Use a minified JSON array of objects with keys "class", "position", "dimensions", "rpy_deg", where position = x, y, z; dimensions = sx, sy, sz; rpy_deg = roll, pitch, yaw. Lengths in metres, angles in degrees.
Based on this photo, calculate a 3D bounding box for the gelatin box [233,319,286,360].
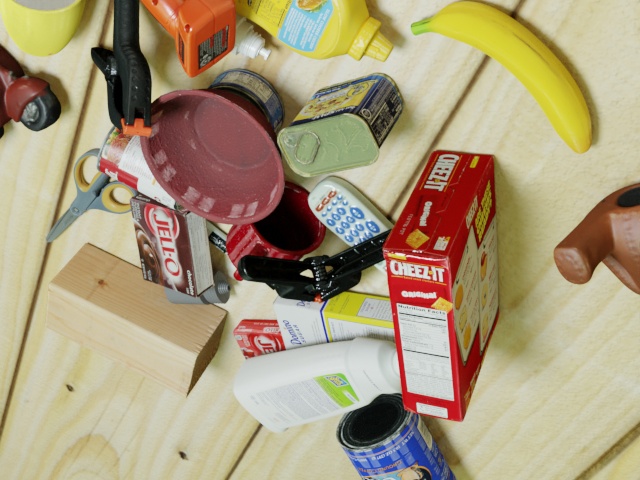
[{"class":"gelatin box","position":[-0.060,0.140,1.334],"dimensions":[0.073,0.030,0.089],"rpy_deg":[0,128,29]}]

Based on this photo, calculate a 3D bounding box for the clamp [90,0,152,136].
[{"class":"clamp","position":[-0.201,-0.169,1.076],"dimensions":[0.039,0.171,0.120],"rpy_deg":[1,153,-22]}]

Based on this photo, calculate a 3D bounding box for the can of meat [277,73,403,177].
[{"class":"can of meat","position":[0.022,-0.112,1.030],"dimensions":[0.102,0.083,0.057],"rpy_deg":[-10,122,35]}]

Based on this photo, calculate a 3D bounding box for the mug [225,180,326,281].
[{"class":"mug","position":[-0.058,0.001,1.154],"dimensions":[0.093,0.117,0.082],"rpy_deg":[37,141,-4]}]

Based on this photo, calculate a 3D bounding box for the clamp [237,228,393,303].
[{"class":"clamp","position":[0.008,0.032,1.114],"dimensions":[0.164,0.036,0.210],"rpy_deg":[-11,167,3]}]

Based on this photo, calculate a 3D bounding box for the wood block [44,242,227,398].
[{"class":"wood block","position":[-0.234,0.100,1.353],"dimensions":[0.206,0.090,0.090],"rpy_deg":[26,135,7]}]

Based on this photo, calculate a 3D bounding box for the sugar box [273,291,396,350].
[{"class":"sugar box","position":[0.039,0.104,1.237],"dimensions":[0.176,0.048,0.093],"rpy_deg":[10,135,26]}]

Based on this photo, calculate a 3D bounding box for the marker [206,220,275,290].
[{"class":"marker","position":[-0.093,0.019,1.254],"dimensions":[0.121,0.020,0.020],"rpy_deg":[38,136,-5]}]

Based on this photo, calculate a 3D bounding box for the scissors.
[{"class":"scissors","position":[-0.280,-0.035,1.315],"dimensions":[0.096,0.016,0.202],"rpy_deg":[32,136,0]}]

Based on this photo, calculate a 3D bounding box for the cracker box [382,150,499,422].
[{"class":"cracker box","position":[0.124,0.045,1.053],"dimensions":[0.072,0.164,0.214],"rpy_deg":[7,131,21]}]

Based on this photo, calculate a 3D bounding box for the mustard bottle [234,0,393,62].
[{"class":"mustard bottle","position":[-0.018,-0.220,0.977],"dimensions":[0.191,0.058,0.096],"rpy_deg":[32,137,1]}]

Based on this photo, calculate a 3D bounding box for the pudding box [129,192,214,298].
[{"class":"pudding box","position":[-0.173,0.002,1.247],"dimensions":[0.090,0.039,0.113],"rpy_deg":[16,126,35]}]

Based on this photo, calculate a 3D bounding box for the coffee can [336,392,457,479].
[{"class":"coffee can","position":[0.095,0.268,1.307],"dimensions":[0.103,0.102,0.140],"rpy_deg":[-10,122,35]}]

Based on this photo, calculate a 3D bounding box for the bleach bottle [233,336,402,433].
[{"class":"bleach bottle","position":[0.017,0.162,1.226],"dimensions":[0.251,0.068,0.102],"rpy_deg":[-17,129,42]}]

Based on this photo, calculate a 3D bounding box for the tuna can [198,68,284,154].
[{"class":"tuna can","position":[-0.082,-0.133,1.106],"dimensions":[0.086,0.033,0.086],"rpy_deg":[16,133,17]}]

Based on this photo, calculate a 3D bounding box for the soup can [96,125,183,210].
[{"class":"soup can","position":[-0.187,-0.084,1.182],"dimensions":[0.102,0.068,0.069],"rpy_deg":[27,136,5]}]

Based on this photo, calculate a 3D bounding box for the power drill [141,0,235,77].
[{"class":"power drill","position":[-0.152,-0.250,0.957],"dimensions":[0.188,0.057,0.184],"rpy_deg":[51,167,11]}]

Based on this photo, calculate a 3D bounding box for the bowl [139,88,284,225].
[{"class":"bowl","position":[-0.100,-0.095,1.082],"dimensions":[0.162,0.055,0.162],"rpy_deg":[16,133,17]}]

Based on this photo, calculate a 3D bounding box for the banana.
[{"class":"banana","position":[0.176,-0.154,0.946],"dimensions":[0.198,0.037,0.070],"rpy_deg":[37,153,-3]}]
